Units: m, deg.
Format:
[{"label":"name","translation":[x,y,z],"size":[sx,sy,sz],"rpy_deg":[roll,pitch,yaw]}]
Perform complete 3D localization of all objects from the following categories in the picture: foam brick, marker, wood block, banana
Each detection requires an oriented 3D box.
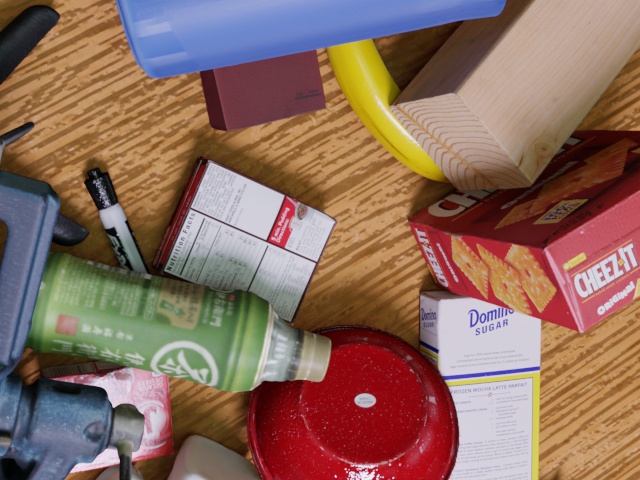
[{"label":"foam brick","translation":[-0.043,-0.112,0.762],"size":[0.078,0.051,0.053],"rpy_deg":[-14,104,-17]},{"label":"marker","translation":[-0.139,0.005,0.763],"size":[0.020,0.020,0.121],"rpy_deg":[-24,105,-15]},{"label":"wood block","translation":[0.160,-0.141,0.789],"size":[0.090,0.090,0.206],"rpy_deg":[47,70,-20]},{"label":"banana","translation":[0.062,-0.102,0.812],"size":[0.197,0.037,0.069],"rpy_deg":[39,67,-22]}]

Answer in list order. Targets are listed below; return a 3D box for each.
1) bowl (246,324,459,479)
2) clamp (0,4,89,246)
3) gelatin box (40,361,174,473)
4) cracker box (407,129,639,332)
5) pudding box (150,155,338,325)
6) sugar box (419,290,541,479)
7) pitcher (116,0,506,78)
[{"label":"bowl","translation":[0.028,0.127,0.777],"size":[0.162,0.055,0.162],"rpy_deg":[3,63,-6]},{"label":"clamp","translation":[-0.237,-0.052,0.675],"size":[0.209,0.036,0.164],"rpy_deg":[-25,110,-42]},{"label":"gelatin box","translation":[-0.153,0.124,0.770],"size":[0.089,0.030,0.073],"rpy_deg":[-7,100,-18]},{"label":"cracker box","translation":[0.181,-0.018,0.769],"size":[0.164,0.214,0.072],"rpy_deg":[-30,105,-14]},{"label":"pudding box","translation":[-0.055,0.001,0.782],"size":[0.113,0.039,0.090],"rpy_deg":[24,90,-19]},{"label":"sugar box","translation":[0.128,0.127,0.863],"size":[0.093,0.048,0.176],"rpy_deg":[-2,95,-19]},{"label":"pitcher","translation":[-0.010,-0.184,0.697],"size":[0.243,0.145,0.149],"rpy_deg":[-14,145,-1]}]
